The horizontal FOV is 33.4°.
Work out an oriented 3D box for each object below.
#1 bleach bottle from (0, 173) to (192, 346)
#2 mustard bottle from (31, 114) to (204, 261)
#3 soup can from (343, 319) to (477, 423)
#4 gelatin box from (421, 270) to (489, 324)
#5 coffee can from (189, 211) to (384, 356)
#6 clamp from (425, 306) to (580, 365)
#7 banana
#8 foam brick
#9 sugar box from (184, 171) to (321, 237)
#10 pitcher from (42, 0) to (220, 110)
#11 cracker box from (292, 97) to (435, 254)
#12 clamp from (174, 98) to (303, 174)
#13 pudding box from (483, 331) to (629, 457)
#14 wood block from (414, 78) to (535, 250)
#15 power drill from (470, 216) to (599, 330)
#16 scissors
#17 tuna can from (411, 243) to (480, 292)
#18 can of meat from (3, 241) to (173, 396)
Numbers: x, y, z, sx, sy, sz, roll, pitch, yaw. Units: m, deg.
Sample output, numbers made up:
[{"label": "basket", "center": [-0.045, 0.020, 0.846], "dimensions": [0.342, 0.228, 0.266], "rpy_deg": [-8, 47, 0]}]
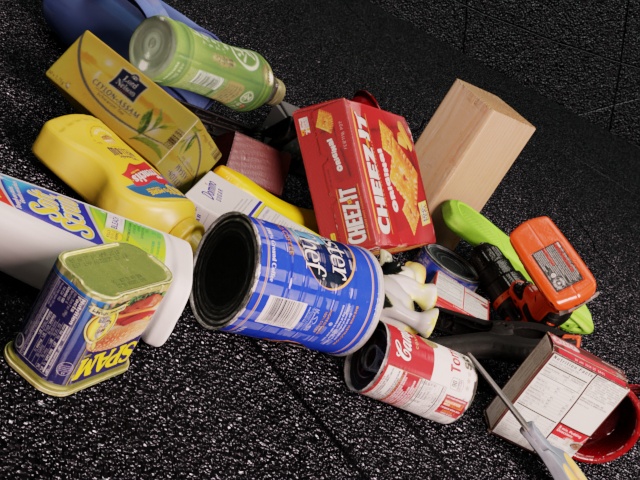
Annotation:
[{"label": "bleach bottle", "center": [-0.224, -0.005, 0.818], "dimensions": [0.250, 0.068, 0.102], "rpy_deg": [23, 21, -17]}, {"label": "mustard bottle", "center": [-0.173, -0.042, 0.985], "dimensions": [0.192, 0.058, 0.096], "rpy_deg": [40, 16, 20]}, {"label": "soup can", "center": [0.082, 0.120, 0.962], "dimensions": [0.102, 0.069, 0.068], "rpy_deg": [24, 21, -24]}, {"label": "gelatin box", "center": [0.156, 0.077, 1.230], "dimensions": [0.073, 0.030, 0.089], "rpy_deg": [30, 19, -1]}, {"label": "coffee can", "center": [-0.029, 0.040, 0.935], "dimensions": [0.140, 0.103, 0.103], "rpy_deg": [16, 25, -37]}, {"label": "clamp", "center": [0.179, 0.107, 1.107], "dimensions": [0.172, 0.039, 0.120], "rpy_deg": [6, 23, 19]}, {"label": "banana", "center": [-0.038, -0.033, 1.174], "dimensions": [0.197, 0.037, 0.070], "rpy_deg": [11, 50, -45]}, {"label": "foam brick", "center": [-0.081, -0.084, 1.203], "dimensions": [0.078, 0.051, 0.053], "rpy_deg": [21, -13, -29]}, {"label": "sugar box", "center": [-0.057, 0.002, 1.073], "dimensions": [0.176, 0.048, 0.093], "rpy_deg": [29, 22, 1]}, {"label": "pitcher", "center": [-0.233, -0.251, 1.279], "dimensions": [0.243, 0.149, 0.144], "rpy_deg": [41, 22, 33]}, {"label": "cracker box", "center": [0.056, -0.067, 1.212], "dimensions": [0.213, 0.072, 0.164], "rpy_deg": [-1, 77, -68]}, {"label": "clamp", "center": [-0.084, -0.120, 1.263], "dimensions": [0.165, 0.036, 0.210], "rpy_deg": [13, -8, 13]}, {"label": "pudding box", "center": [0.225, 0.154, 1.024], "dimensions": [0.090, 0.114, 0.039], "rpy_deg": [28, 23, -11]}, {"label": "wood block", "center": [0.174, -0.094, 1.404], "dimensions": [0.090, 0.206, 0.090], "rpy_deg": [14, 26, -41]}, {"label": "power drill", "center": [0.236, 0.048, 1.202], "dimensions": [0.184, 0.057, 0.188], "rpy_deg": [57, -12, 22]}, {"label": "scissors", "center": [0.201, 0.180, 0.984], "dimensions": [0.202, 0.016, 0.096], "rpy_deg": [55, 13, 8]}, {"label": "tuna can", "center": [0.155, 0.039, 1.312], "dimensions": [0.086, 0.034, 0.086], "rpy_deg": [28, 20, -11]}, {"label": "can of meat", "center": [-0.159, 0.051, 0.744], "dimensions": [0.057, 0.084, 0.102], "rpy_deg": [37, 20, 16]}]
